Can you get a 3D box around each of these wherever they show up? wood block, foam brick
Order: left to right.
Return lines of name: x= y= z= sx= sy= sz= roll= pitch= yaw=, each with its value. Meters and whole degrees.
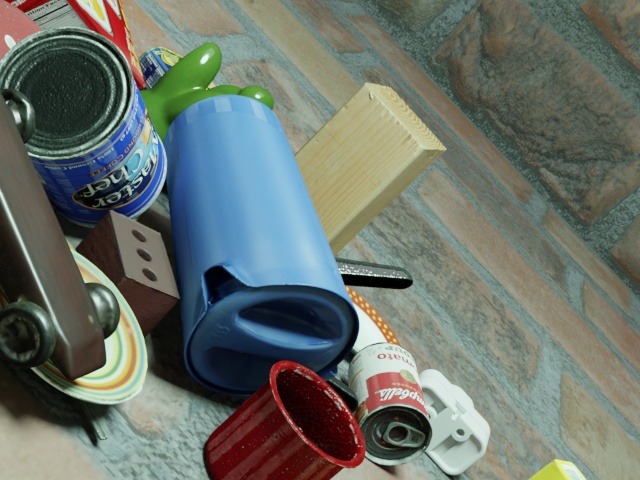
foam brick: x=-0.148 y=0.027 z=0.806 sx=0.052 sy=0.051 sz=0.078 roll=29 pitch=25 yaw=-41
wood block: x=0.016 y=-0.055 z=1.087 sx=0.091 sy=0.206 sz=0.090 roll=50 pitch=19 yaw=10

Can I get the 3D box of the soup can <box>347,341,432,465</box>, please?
soup can: x=0.062 y=0.149 z=0.986 sx=0.068 sy=0.069 sz=0.102 roll=39 pitch=19 yaw=-21

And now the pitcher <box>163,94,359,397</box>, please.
pitcher: x=-0.056 y=0.001 z=0.873 sx=0.144 sy=0.149 sz=0.243 roll=2 pitch=45 yaw=-20

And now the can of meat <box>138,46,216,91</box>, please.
can of meat: x=-0.152 y=-0.161 z=1.183 sx=0.101 sy=0.057 sz=0.084 roll=19 pitch=30 yaw=-55

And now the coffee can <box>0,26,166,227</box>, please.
coffee can: x=-0.177 y=-0.080 z=0.799 sx=0.103 sy=0.102 sz=0.140 roll=52 pitch=-10 yaw=16

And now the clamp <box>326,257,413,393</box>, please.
clamp: x=-0.029 y=0.042 z=1.004 sx=0.210 sy=0.036 sz=0.164 roll=31 pitch=54 yaw=-3

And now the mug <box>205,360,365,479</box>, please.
mug: x=-0.028 y=0.143 z=0.779 sx=0.093 sy=0.082 sz=0.117 roll=41 pitch=19 yaw=-15
